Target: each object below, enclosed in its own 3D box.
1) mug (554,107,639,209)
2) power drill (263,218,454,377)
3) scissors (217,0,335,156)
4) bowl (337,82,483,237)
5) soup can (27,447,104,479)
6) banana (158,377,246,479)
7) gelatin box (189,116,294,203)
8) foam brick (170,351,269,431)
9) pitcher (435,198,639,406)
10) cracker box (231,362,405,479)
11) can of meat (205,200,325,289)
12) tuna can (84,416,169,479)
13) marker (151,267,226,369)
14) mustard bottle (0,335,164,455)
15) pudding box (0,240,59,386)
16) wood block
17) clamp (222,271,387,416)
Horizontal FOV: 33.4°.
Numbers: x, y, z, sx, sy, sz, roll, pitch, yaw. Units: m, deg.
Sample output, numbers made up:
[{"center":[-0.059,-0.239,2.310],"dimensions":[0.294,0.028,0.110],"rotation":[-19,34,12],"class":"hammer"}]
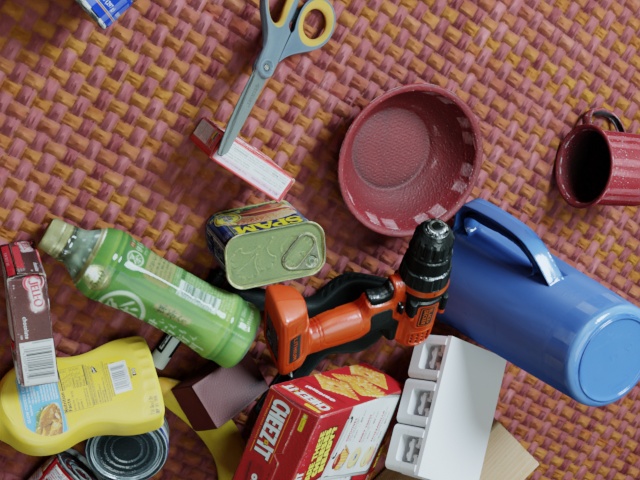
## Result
[{"center":[0.319,-0.091,1.182],"dimensions":[0.081,0.093,0.117],"rotation":[2,72,-28],"class":"mug"},{"center":[0.040,0.060,1.057],"dimensions":[0.187,0.057,0.184],"rotation":[-13,142,-15],"class":"power drill"},{"center":[-0.037,-0.163,1.006],"dimensions":[0.096,0.016,0.202],"rotation":[18,80,-38],"class":"scissors"},{"center":[0.083,-0.087,1.098],"dimensions":[0.162,0.055,0.162],"rotation":[-8,112,-19],"class":"bowl"},{"center":[-0.275,0.268,1.081],"dimensions":[0.102,0.069,0.068],"rotation":[-47,119,0],"class":"soup can"},{"center":[-0.118,0.219,1.143],"dimensions":[0.069,0.037,0.198],"rotation":[-23,116,-12],"class":"banana"},{"center":[-0.075,-0.079,1.027],"dimensions":[0.089,0.073,0.030],"rotation":[32,96,-28],"class":"gelatin box"},{"center":[-0.103,0.152,1.093],"dimensions":[0.078,0.051,0.053],"rotation":[-34,99,-36],"class":"foam brick"},{"center":[0.220,0.064,1.103],"dimensions":[0.149,0.243,0.145],"rotation":[23,97,-34],"class":"pitcher"},{"center":[-0.005,0.221,1.111],"dimensions":[0.213,0.072,0.164],"rotation":[0,115,-62],"class":"cracker box"},{"center":[-0.057,0.001,1.059],"dimensions":[0.102,0.084,0.057],"rotation":[-12,113,-18],"class":"can of meat"},{"center":[-0.199,0.207,1.097],"dimensions":[0.086,0.034,0.086],"rotation":[-3,114,-6],"class":"tuna can"},{"center":[-0.135,0.079,1.094],"dimensions":[0.020,0.020,0.121],"rotation":[34,94,-29],"class":"marker"},{"center":[-0.254,0.157,1.035],"dimensions":[0.191,0.096,0.058],"rotation":[-11,150,-17],"class":"mustard bottle"},{"center":[-0.272,0.067,0.994],"dimensions":[0.039,0.090,0.113],"rotation":[-7,112,-18],"class":"pudding box"},{"center":[0.139,0.288,1.243],"dimensions":[0.206,0.090,0.090],"rotation":[-45,119,0],"class":"wood block"},{"center":[-0.001,0.082,1.138],"dimensions":[0.210,0.036,0.164],"rotation":[-26,119,-9],"class":"clamp"}]
